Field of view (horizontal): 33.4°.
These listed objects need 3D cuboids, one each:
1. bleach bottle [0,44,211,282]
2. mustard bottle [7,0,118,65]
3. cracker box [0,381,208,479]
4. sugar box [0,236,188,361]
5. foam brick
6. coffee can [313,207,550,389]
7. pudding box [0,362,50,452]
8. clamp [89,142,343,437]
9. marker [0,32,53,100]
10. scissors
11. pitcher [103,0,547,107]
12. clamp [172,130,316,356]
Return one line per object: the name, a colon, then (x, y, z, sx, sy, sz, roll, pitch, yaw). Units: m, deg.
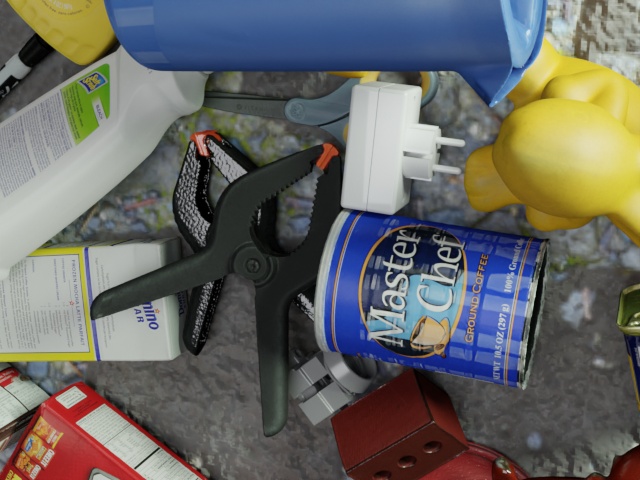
bleach bottle: (-0.174, -0.071, 0.788, 0.251, 0.068, 0.102, -31, 61, 14)
mustard bottle: (-0.141, -0.223, 0.767, 0.192, 0.058, 0.096, -42, 97, 20)
cracker box: (-0.164, 0.243, 0.864, 0.214, 0.072, 0.164, 36, 110, 7)
sugar box: (-0.193, 0.048, 0.848, 0.176, 0.048, 0.093, -2, 98, 16)
foam brick: (0.056, 0.139, 0.767, 0.078, 0.051, 0.053, -35, 134, 18)
coffee can: (0.077, 0.038, 0.725, 0.140, 0.102, 0.103, 10, 104, 16)
pudding box: (-0.288, 0.124, 0.870, 0.113, 0.090, 0.039, 34, 109, 8)
clamp: (-0.057, 0.016, 0.761, 0.164, 0.036, 0.210, 27, 97, -1)
marker: (-0.255, -0.123, 0.846, 0.121, 0.020, 0.020, -37, 88, 21)
scissors: (-0.002, -0.109, 0.768, 0.202, 0.016, 0.096, 24, 106, 12)
pitcher: (0.002, -0.167, 0.604, 0.243, 0.149, 0.145, 1, 143, 22)
clamp: (-0.055, 0.001, 0.797, 0.120, 0.039, 0.171, -5, 102, 8)
